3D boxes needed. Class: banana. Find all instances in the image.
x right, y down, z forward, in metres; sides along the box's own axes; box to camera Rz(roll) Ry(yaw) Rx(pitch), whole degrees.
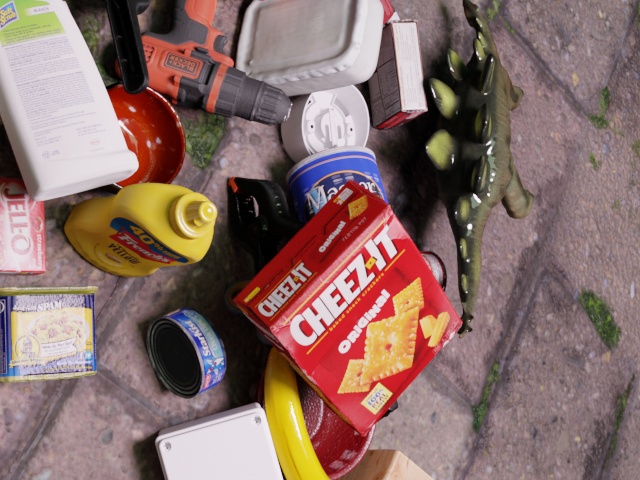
[{"bbox_3d":[-0.020,0.206,1.085,0.198,0.037,0.069,67,26,-11],"label":"banana"}]

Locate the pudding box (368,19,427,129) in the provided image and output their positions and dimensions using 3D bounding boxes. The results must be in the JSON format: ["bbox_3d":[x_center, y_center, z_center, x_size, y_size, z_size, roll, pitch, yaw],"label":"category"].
[{"bbox_3d":[0.089,-0.197,1.279,0.039,0.090,0.113,-6,85,-20],"label":"pudding box"}]

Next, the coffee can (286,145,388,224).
[{"bbox_3d":[0.029,-0.019,1.168,0.102,0.103,0.140,1,65,-39],"label":"coffee can"}]

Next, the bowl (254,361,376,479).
[{"bbox_3d":[-0.016,0.178,1.150,0.161,0.055,0.162,8,77,-38],"label":"bowl"}]

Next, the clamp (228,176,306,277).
[{"bbox_3d":[-0.057,0.001,1.118,0.039,0.172,0.120,18,113,-41],"label":"clamp"}]

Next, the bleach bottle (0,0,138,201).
[{"bbox_3d":[-0.249,-0.167,0.956,0.102,0.068,0.251,-17,87,-25],"label":"bleach bottle"}]

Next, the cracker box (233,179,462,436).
[{"bbox_3d":[0.036,0.072,1.052,0.164,0.072,0.213,-46,136,-10],"label":"cracker box"}]

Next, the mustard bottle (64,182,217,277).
[{"bbox_3d":[-0.154,-0.012,0.984,0.096,0.192,0.058,39,60,-27],"label":"mustard bottle"}]

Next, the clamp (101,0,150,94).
[{"bbox_3d":[-0.206,-0.255,1.020,0.164,0.036,0.210,56,21,-36],"label":"clamp"}]

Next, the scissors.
[{"bbox_3d":[-0.040,0.042,1.174,0.096,0.016,0.201,24,37,2],"label":"scissors"}]

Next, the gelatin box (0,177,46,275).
[{"bbox_3d":[-0.291,-0.014,0.979,0.073,0.030,0.089,3,80,-39],"label":"gelatin box"}]

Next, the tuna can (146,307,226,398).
[{"bbox_3d":[-0.132,0.110,1.050,0.033,0.086,0.086,-23,97,-41],"label":"tuna can"}]

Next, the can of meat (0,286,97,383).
[{"bbox_3d":[-0.255,0.085,0.974,0.101,0.058,0.084,1,84,-38],"label":"can of meat"}]

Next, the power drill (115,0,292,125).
[{"bbox_3d":[-0.101,-0.218,1.113,0.184,0.057,0.187,18,63,-4],"label":"power drill"}]
